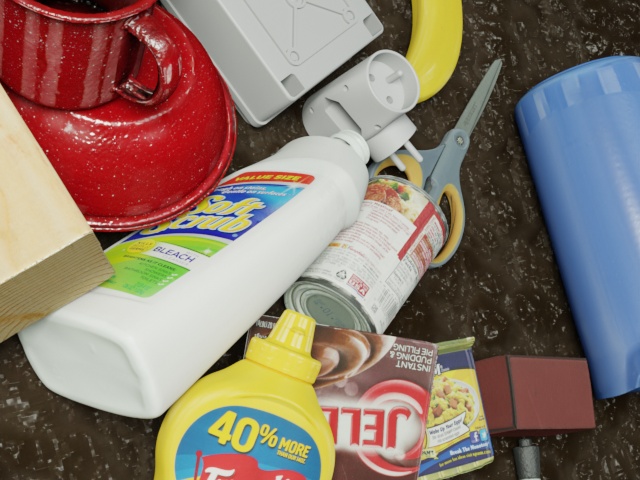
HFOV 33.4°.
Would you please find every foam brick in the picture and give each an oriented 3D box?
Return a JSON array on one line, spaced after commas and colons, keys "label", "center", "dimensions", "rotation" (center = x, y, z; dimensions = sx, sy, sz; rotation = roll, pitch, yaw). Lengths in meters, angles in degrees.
[{"label": "foam brick", "center": [0.145, 0.109, 0.748], "dimensions": [0.078, 0.053, 0.051], "rotation": [6, 72, -33]}]

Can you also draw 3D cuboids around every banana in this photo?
[{"label": "banana", "center": [0.076, -0.181, 0.804], "dimensions": [0.069, 0.037, 0.198], "rotation": [17, 66, -30]}]

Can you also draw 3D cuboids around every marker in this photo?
[{"label": "marker", "center": [0.149, 0.199, 0.743], "dimensions": [0.020, 0.020, 0.121], "rotation": [7, 71, -32]}]

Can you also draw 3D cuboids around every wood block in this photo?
[{"label": "wood block", "center": [-0.193, -0.055, 0.506], "dimensions": [0.090, 0.091, 0.206], "rotation": [-32, 80, -12]}]

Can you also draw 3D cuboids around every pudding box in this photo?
[{"label": "pudding box", "center": [0.007, 0.096, 0.626], "dimensions": [0.113, 0.039, 0.090], "rotation": [9, 84, 4]}]

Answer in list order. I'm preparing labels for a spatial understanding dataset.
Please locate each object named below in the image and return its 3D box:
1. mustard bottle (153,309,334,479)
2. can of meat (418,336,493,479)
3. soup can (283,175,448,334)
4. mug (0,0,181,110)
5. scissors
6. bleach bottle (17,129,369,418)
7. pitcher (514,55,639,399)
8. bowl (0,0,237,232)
[{"label": "mustard bottle", "center": [-0.045, 0.129, 0.572], "dimensions": [0.096, 0.058, 0.191], "rotation": [23, 83, -13]}, {"label": "can of meat", "center": [0.060, 0.112, 0.688], "dimensions": [0.101, 0.058, 0.084], "rotation": [-6, 81, -35]}, {"label": "soup can", "center": [0.030, 0.016, 0.691], "dimensions": [0.068, 0.069, 0.102], "rotation": [47, 56, -13]}, {"label": "mug", "center": [-0.115, -0.112, 0.530], "dimensions": [0.117, 0.082, 0.093], "rotation": [39, 57, 7]}, {"label": "scissors", "center": [0.084, -0.075, 0.789], "dimensions": [0.096, 0.016, 0.201], "rotation": [27, 61, -24]}, {"label": "bleach bottle", "center": [-0.054, 0.001, 0.632], "dimensions": [0.250, 0.103, 0.068], "rotation": [-43, 131, -42]}, {"label": "pitcher", "center": [0.238, -0.009, 0.814], "dimensions": [0.144, 0.149, 0.243], "rotation": [-13, 79, -21]}, {"label": "bowl", "center": [-0.120, -0.087, 0.599], "dimensions": [0.162, 0.055, 0.162], "rotation": [8, 59, -14]}]
